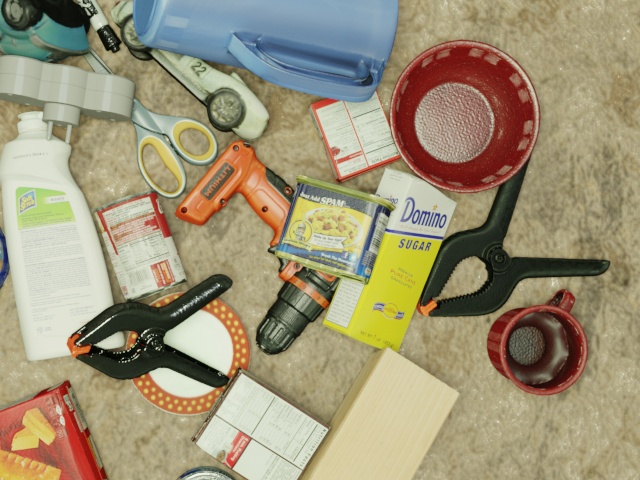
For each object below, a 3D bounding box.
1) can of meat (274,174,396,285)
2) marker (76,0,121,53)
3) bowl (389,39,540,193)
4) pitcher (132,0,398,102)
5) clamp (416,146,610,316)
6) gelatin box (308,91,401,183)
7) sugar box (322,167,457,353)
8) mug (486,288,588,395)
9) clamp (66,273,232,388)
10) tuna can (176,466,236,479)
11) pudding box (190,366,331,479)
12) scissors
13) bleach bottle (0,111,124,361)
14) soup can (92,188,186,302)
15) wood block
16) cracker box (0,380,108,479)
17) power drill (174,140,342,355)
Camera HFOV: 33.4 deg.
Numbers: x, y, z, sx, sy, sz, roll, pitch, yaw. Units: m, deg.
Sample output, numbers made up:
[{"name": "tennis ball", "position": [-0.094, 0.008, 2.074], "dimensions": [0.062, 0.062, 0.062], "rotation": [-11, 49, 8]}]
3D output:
[{"name": "can of meat", "position": [0.013, -0.010, 1.057], "dimensions": [0.102, 0.057, 0.084], "rotation": [16, 86, 18]}, {"name": "marker", "position": [-0.245, -0.251, 1.121], "dimensions": [0.020, 0.020, 0.121], "rotation": [-31, 92, -6]}, {"name": "bowl", "position": [0.149, -0.129, 1.139], "dimensions": [0.162, 0.055, 0.162], "rotation": [0, 89, -6]}, {"name": "pitcher", "position": [-0.052, -0.217, 1.042], "dimensions": [0.242, 0.149, 0.145], "rotation": [6, 94, -24]}, {"name": "clamp", "position": [0.198, 0.023, 1.149], "dimensions": [0.210, 0.036, 0.164], "rotation": [-42, 92, -4]}, {"name": "gelatin box", "position": [0.037, -0.115, 1.141], "dimensions": [0.073, 0.030, 0.089], "rotation": [-21, 91, -7]}, {"name": "sugar box", "position": [0.075, 0.022, 1.110], "dimensions": [0.093, 0.048, 0.176], "rotation": [25, 88, -49]}, {"name": "mug", "position": [0.230, 0.102, 1.128], "dimensions": [0.093, 0.081, 0.117], "rotation": [30, 86, -4]}, {"name": "clamp", "position": [-0.162, 0.088, 1.059], "dimensions": [0.171, 0.039, 0.120], "rotation": [5, 97, -28]}, {"name": "tuna can", "position": [-0.120, 0.280, 1.113], "dimensions": [0.086, 0.034, 0.086], "rotation": [0, 89, -6]}, {"name": "pudding box", "position": [-0.059, 0.194, 1.067], "dimensions": [0.113, 0.039, 0.090], "rotation": [34, 84, -6]}, {"name": "scissors", "position": [-0.179, -0.143, 1.127], "dimensions": [0.096, 0.016, 0.202], "rotation": [-24, 91, -7]}, {"name": "bleach bottle", "position": [-0.269, -0.008, 1.092], "dimensions": [0.102, 0.068, 0.251], "rotation": [-8, 86, -14]}, {"name": "soup can", "position": [-0.185, 0.006, 1.096], "dimensions": [0.068, 0.068, 0.102], "rotation": [-20, 91, -6]}, {"name": "wood block", "position": [0.045, 0.222, 1.084], "dimensions": [0.091, 0.090, 0.206], "rotation": [32, 75, -2]}, {"name": "cracker box", "position": [-0.327, 0.257, 1.074], "dimensions": [0.213, 0.072, 0.164], "rotation": [-21, 90, -5]}, {"name": "power drill", "position": [-0.057, 0.001, 1.116], "dimensions": [0.187, 0.057, 0.184], "rotation": [39, 81, -6]}]
